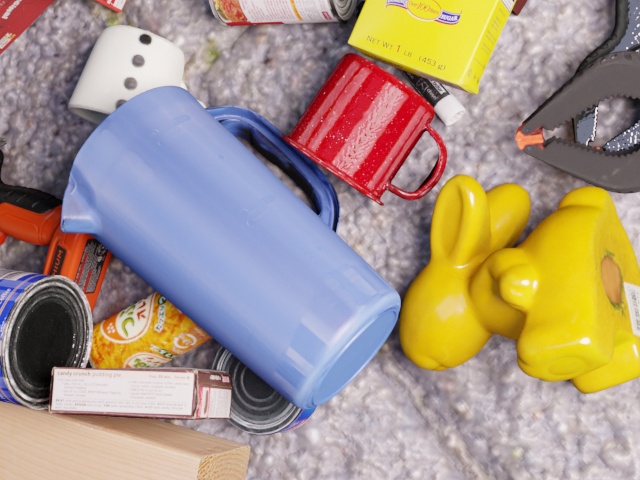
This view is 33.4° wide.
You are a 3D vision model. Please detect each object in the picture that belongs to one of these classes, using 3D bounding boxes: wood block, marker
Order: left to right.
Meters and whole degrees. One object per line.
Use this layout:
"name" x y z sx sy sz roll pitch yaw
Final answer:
"wood block" -0.172 0.185 0.849 0.206 0.090 0.091 11 90 22
"marker" 0.066 -0.138 0.815 0.020 0.020 0.121 -41 73 14

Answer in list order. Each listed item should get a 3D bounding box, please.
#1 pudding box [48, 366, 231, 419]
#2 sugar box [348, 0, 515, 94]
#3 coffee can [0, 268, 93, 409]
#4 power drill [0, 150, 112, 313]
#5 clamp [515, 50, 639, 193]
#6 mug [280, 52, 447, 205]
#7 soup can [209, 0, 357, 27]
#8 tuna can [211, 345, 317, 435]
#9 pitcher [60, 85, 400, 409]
"pudding box" -0.131 0.114 0.792 0.113 0.090 0.039 -2 81 11
"sugar box" 0.097 -0.198 0.736 0.093 0.048 0.176 25 97 22
"coffee can" -0.265 0.070 0.833 0.140 0.102 0.103 6 88 26
"power drill" -0.276 0.007 0.919 0.188 0.057 0.184 25 103 20
"clamp" 0.235 -0.092 0.703 0.210 0.036 0.164 0 102 12
"mug" 0.040 -0.078 0.786 0.117 0.093 0.081 35 94 15
"soup can" -0.028 -0.202 0.831 0.102 0.068 0.068 2 87 21
"tuna can" -0.042 0.108 0.832 0.086 0.033 0.086 -2 86 21
"pitcher" -0.055 0.001 0.785 0.243 0.144 0.149 40 98 18
